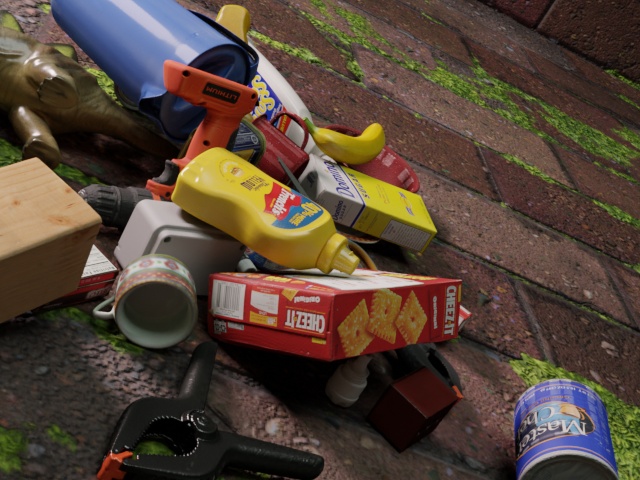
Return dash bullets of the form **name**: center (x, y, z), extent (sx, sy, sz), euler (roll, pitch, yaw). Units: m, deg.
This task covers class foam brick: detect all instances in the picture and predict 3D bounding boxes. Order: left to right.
- **foam brick**: center (0.094, 0.170, 1.083), extent (0.051, 0.053, 0.078), euler (42, 28, 20)

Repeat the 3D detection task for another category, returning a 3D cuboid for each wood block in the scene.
- **wood block**: center (-0.287, 0.016, 0.841), extent (0.090, 0.091, 0.205), euler (41, 38, 18)

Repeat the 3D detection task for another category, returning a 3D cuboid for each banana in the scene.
- **banana**: center (0.046, -0.135, 1.450), extent (0.197, 0.037, 0.069), euler (-3, 71, -59)

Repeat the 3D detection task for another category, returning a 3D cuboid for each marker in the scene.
- **marker**: center (-0.106, -0.002, 1.208), extent (0.020, 0.020, 0.121), euler (8, 34, -41)

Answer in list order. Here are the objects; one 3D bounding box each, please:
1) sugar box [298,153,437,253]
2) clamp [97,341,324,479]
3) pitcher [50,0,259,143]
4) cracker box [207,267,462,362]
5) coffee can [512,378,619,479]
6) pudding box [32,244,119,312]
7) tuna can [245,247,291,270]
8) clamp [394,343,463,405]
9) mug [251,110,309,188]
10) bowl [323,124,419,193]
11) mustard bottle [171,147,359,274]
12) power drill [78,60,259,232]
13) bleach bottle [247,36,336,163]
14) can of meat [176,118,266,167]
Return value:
- **sugar box**: center (0.061, -0.049, 1.402), extent (0.176, 0.048, 0.093), euler (22, 27, -25)
- **clamp**: center (-0.109, 0.155, 0.898), extent (0.209, 0.036, 0.165), euler (-4, 43, -51)
- **pitcher**: center (-0.199, -0.237, 1.262), extent (0.243, 0.145, 0.149), euler (42, 2, 24)
- **cracker box**: center (0.017, 0.070, 1.078), extent (0.164, 0.072, 0.213), euler (6, 5, 40)
- **coffee can**: center (0.253, 0.223, 1.109), extent (0.103, 0.103, 0.140), euler (30, 25, -5)
- **pudding box**: center (-0.256, 0.012, 0.990), extent (0.113, 0.039, 0.089), euler (45, 28, 21)
- **tuna can**: center (-0.058, 0.002, 1.239), extent (0.086, 0.034, 0.086), euler (26, 26, -14)
- **clamp**: center (0.113, 0.124, 1.208), extent (0.120, 0.039, 0.171), euler (8, 39, -48)
- **mug**: center (-0.060, -0.109, 1.348), extent (0.081, 0.117, 0.093), euler (40, 9, 5)
- **bowl**: center (0.061, -0.097, 1.528), extent (0.162, 0.055, 0.162), euler (26, 26, -14)
- **mustard bottle**: center (-0.046, -0.021, 1.061), extent (0.192, 0.058, 0.096), euler (31, 30, 13)
- **power drill**: center (-0.154, -0.090, 1.125), extent (0.184, 0.188, 0.057), euler (12, 12, -39)
- **bleach bottle**: center (-0.063, -0.179, 1.482), extent (0.251, 0.103, 0.068), euler (45, 13, 24)
- **can of meat**: center (-0.123, -0.090, 1.255), extent (0.057, 0.102, 0.083), euler (43, 29, 19)
